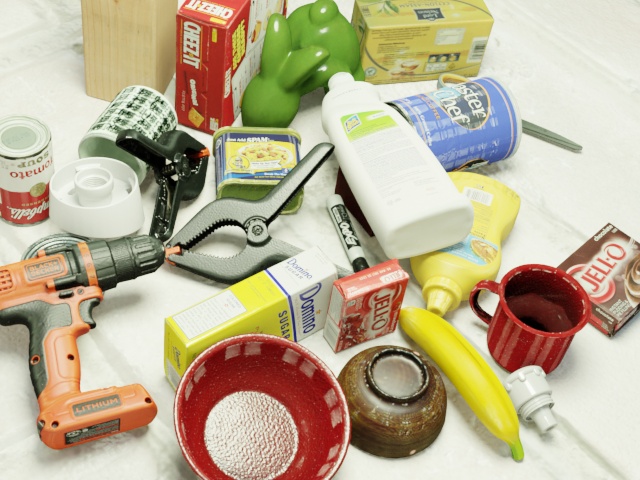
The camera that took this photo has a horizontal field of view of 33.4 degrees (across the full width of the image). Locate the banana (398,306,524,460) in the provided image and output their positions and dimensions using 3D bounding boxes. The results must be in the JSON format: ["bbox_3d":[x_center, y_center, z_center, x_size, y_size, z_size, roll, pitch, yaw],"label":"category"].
[{"bbox_3d":[0.132,0.125,1.034,0.037,0.070,0.198,-22,56,-22],"label":"banana"}]

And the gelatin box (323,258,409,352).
[{"bbox_3d":[0.045,0.066,1.059,0.073,0.089,0.030,-18,53,-24],"label":"gelatin box"}]

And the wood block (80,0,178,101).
[{"bbox_3d":[-0.219,-0.263,1.234,0.090,0.206,0.090,15,48,4],"label":"wood block"}]

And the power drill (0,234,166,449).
[{"bbox_3d":[-0.213,0.088,0.995,0.184,0.057,0.188,-15,64,-16],"label":"power drill"}]

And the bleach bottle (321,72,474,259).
[{"bbox_3d":[0.070,-0.096,1.152,0.102,0.068,0.251,-16,51,-9],"label":"bleach bottle"}]

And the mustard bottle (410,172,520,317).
[{"bbox_3d":[0.149,0.009,1.148,0.096,0.058,0.191,19,48,9],"label":"mustard bottle"}]

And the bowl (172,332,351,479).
[{"bbox_3d":[-0.057,0.167,0.961,0.162,0.055,0.162,8,59,-13],"label":"bowl"}]

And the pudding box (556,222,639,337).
[{"bbox_3d":[0.314,0.041,1.157,0.090,0.039,0.113,39,54,24],"label":"pudding box"}]

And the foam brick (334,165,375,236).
[{"bbox_3d":[0.059,-0.054,1.194,0.051,0.053,0.078,-21,55,-25],"label":"foam brick"}]

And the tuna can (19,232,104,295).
[{"bbox_3d":[-0.259,0.035,1.077,0.086,0.034,0.086,4,48,-5],"label":"tuna can"}]

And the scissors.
[{"bbox_3d":[0.218,-0.145,1.327,0.202,0.016,0.096,37,55,23],"label":"scissors"}]

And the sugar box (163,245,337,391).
[{"bbox_3d":[-0.066,0.079,1.027,0.176,0.093,0.048,-24,57,-27],"label":"sugar box"}]

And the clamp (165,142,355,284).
[{"bbox_3d":[-0.057,0.001,1.115,0.210,0.036,0.164,-20,75,-5],"label":"clamp"}]

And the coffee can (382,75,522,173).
[{"bbox_3d":[0.147,-0.127,1.240,0.140,0.103,0.103,-17,53,-22],"label":"coffee can"}]

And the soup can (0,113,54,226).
[{"bbox_3d":[-0.313,-0.074,1.120,0.068,0.102,0.068,5,48,-5],"label":"soup can"}]

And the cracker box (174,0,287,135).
[{"bbox_3d":[-0.103,-0.255,1.275,0.072,0.164,0.213,18,48,9],"label":"cracker box"}]

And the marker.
[{"bbox_3d":[0.032,-0.001,1.165,0.020,0.020,0.121,-8,50,-16],"label":"marker"}]

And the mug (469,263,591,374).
[{"bbox_3d":[0.204,0.079,1.077,0.117,0.081,0.093,24,49,12],"label":"mug"}]

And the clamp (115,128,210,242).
[{"bbox_3d":[-0.165,-0.083,1.142,0.039,0.120,0.171,-9,23,15],"label":"clamp"}]

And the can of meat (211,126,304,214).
[{"bbox_3d":[-0.069,-0.078,1.193,0.102,0.057,0.084,1,50,-9],"label":"can of meat"}]
